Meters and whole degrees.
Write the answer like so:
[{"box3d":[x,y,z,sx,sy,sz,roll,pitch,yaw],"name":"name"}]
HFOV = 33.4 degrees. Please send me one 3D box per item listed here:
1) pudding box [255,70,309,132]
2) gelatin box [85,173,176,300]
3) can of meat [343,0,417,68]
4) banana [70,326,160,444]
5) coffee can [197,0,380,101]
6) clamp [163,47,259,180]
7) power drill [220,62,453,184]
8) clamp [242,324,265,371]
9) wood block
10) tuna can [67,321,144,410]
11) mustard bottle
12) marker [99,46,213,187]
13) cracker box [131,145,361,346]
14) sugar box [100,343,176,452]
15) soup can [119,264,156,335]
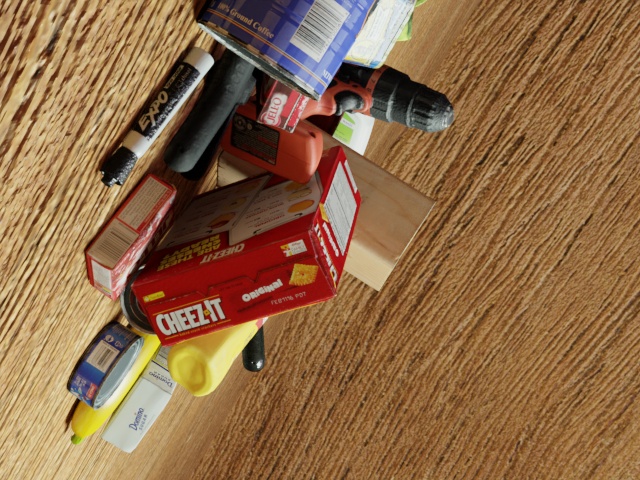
[{"box3d":[-0.023,-0.159,0.896,0.113,0.039,0.090,-92,-153,-52],"name":"pudding box"},{"box3d":[-0.153,-0.003,0.871,0.089,0.030,0.073,-55,175,-24],"name":"gelatin box"},{"box3d":[0.030,-0.208,0.964,0.102,0.083,0.057,-59,-140,35],"name":"can of meat"},{"box3d":[-0.214,0.134,1.145,0.197,0.037,0.070,-55,-165,-9],"name":"banana"},{"box3d":[-0.007,-0.184,0.750,0.140,0.103,0.103,-58,175,3],"name":"coffee can"},{"box3d":[-0.076,-0.120,0.862,0.171,0.039,0.120,-59,-173,-10],"name":"clamp"},{"box3d":[0.010,-0.118,0.984,0.187,0.185,0.057,-39,145,-48],"name":"power drill"},{"box3d":[-0.083,0.027,1.214,0.164,0.036,0.210,-124,-149,-78],"name":"clamp"},{"box3d":[0.002,-0.048,1.109,0.090,0.206,0.091,-56,175,-18],"name":"wood block"},{"box3d":[-0.213,0.123,1.060,0.086,0.034,0.086,-57,175,-8],"name":"tuna can"},{"box3d":[-0.076,0.066,1.081,0.191,0.058,0.096,-51,172,-33],"name":"mustard bottle"},{"box3d":[-0.117,-0.087,0.758,0.121,0.020,0.020,-56,175,-17],"name":"marker"},{"box3d":[-0.056,0.001,0.958,0.164,0.072,0.213,-18,-160,15],"name":"cracker box"},{"box3d":[-0.193,0.161,1.225,0.093,0.048,0.176,-54,-170,18],"name":"sugar box"},{"box3d":[-0.150,0.054,1.048,0.068,0.068,0.102,-58,176,4],"name":"soup can"}]
